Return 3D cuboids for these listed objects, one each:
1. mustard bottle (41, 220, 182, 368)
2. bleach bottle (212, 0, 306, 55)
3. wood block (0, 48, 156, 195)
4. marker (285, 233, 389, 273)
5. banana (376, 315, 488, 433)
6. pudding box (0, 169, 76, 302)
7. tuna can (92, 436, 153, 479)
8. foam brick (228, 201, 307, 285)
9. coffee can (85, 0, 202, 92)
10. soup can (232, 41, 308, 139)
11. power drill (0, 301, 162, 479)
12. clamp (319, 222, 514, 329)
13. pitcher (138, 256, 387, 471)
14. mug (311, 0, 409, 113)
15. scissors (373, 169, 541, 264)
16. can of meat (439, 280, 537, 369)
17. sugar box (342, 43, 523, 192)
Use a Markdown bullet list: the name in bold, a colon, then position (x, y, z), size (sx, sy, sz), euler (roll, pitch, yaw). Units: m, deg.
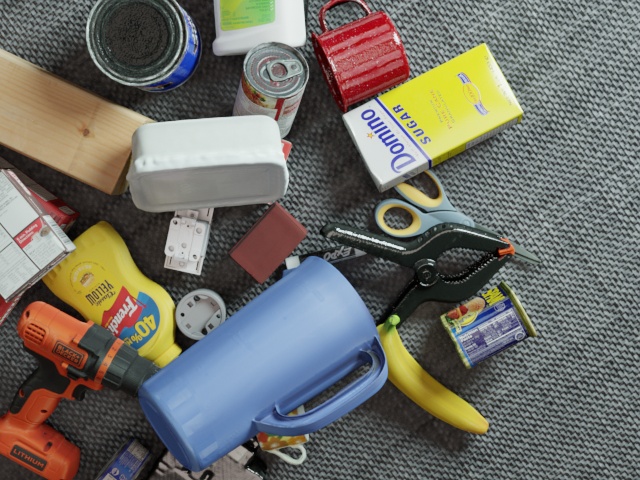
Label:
- **mustard bottle**: position (-0.218, 0.078, 1.195), size (0.096, 0.058, 0.191), euler (-38, 95, 11)
- **bleach bottle**: position (-0.076, -0.327, 1.134), size (0.103, 0.068, 0.251), euler (-2, 99, 21)
- **wood block**: position (-0.295, -0.133, 1.158), size (0.206, 0.090, 0.091), euler (25, 94, -2)
- **marker**: position (0.020, 0.015, 1.209), size (0.121, 0.020, 0.020), euler (-14, 96, 1)
- **banana**: position (0.111, 0.155, 1.196), size (0.197, 0.070, 0.037), euler (47, 65, -26)
- **pudding box**: position (-0.329, -0.005, 1.124), size (0.090, 0.039, 0.113), euler (-39, 91, 2)
- **tuna can**: position (-0.228, 0.263, 1.200), size (0.034, 0.086, 0.086), euler (40, 94, -3)
- **foam brick**: position (-0.058, 0.001, 1.191), size (0.051, 0.053, 0.078), euler (42, 95, -4)
- **coffee can**: position (-0.182, -0.211, 1.125), size (0.103, 0.140, 0.103), euler (0, 96, 0)
- **soup can**: position (-0.055, -0.154, 1.135), size (0.068, 0.102, 0.068), euler (5, 65, -10)
- **power drill**: position (-0.271, 0.178, 1.180), size (0.184, 0.057, 0.188), euler (30, 112, 0)
- **clamp**: position (0.113, 0.043, 1.195), size (0.210, 0.036, 0.164), euler (-9, 109, 0)
- **pitcher**: position (-0.058, 0.138, 1.117), size (0.242, 0.149, 0.145), euler (-34, 98, -20)
- **mug**: position (0.040, -0.207, 1.152), size (0.081, 0.093, 0.117), euler (-23, 98, -3)
- **scissors**: position (0.145, -0.008, 1.209), size (0.201, 0.016, 0.096), euler (42, 96, -4)
- **can of meat**: position (0.183, 0.093, 1.177), size (0.084, 0.102, 0.057), euler (-29, 96, 4)
- **sugar box**: position (0.122, -0.134, 1.173), size (0.176, 0.048, 0.093), euler (-27, 79, 0)
